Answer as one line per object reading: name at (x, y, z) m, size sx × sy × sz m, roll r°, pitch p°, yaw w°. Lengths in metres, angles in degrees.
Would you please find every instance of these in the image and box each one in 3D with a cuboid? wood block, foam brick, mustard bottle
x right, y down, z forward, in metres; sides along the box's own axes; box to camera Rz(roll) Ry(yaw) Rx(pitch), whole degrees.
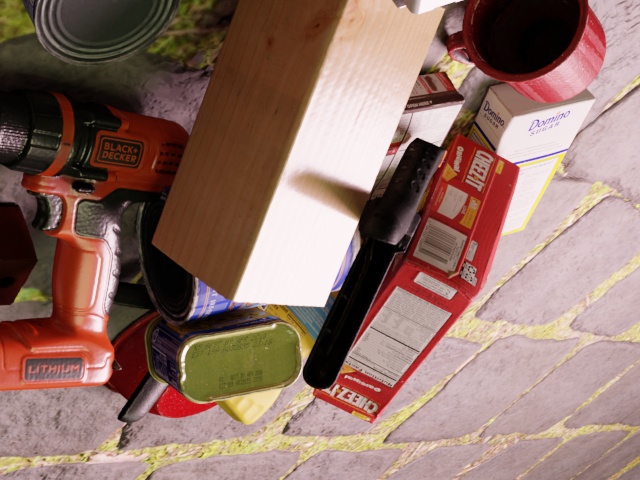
wood block at (-0.017, -0.070, 0.672) m, size 0.090 × 0.090 × 0.206 m, roll 7°, pitch 109°, yaw -48°
foam brick at (-0.239, 0.010, 0.713) m, size 0.078 × 0.051 × 0.053 m, roll 0°, pitch 139°, yaw -43°
mustard bottle at (-0.031, 0.062, 0.931) m, size 0.191 × 0.096 × 0.058 m, roll -45°, pitch -172°, yaw -16°

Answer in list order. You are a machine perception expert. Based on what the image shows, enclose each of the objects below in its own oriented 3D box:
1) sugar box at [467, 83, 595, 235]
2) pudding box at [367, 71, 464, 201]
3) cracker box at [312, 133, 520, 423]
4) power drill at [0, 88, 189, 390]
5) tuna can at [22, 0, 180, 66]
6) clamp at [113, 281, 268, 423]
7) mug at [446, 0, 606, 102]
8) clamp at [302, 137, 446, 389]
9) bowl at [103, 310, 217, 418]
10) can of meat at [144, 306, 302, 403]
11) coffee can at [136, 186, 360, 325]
sugar box at (0.170, -0.071, 0.967) m, size 0.093 × 0.048 × 0.176 m, roll -14°, pitch 144°, yaw -26°
pudding box at (0.053, -0.079, 0.855) m, size 0.089 × 0.039 × 0.114 m, roll -14°, pitch 149°, yaw -30°
cracker box at (0.082, 0.037, 0.926) m, size 0.214 × 0.072 × 0.164 m, roll -60°, pitch -178°, yaw 47°
power drill at (-0.176, 0.000, 0.673) m, size 0.184 × 0.057 × 0.188 m, roll 6°, pitch 106°, yaw -44°
tuna can at (-0.124, -0.141, 0.600) m, size 0.086 × 0.034 × 0.086 m, roll -22°, pitch 150°, yaw -14°
clamp at (-0.116, 0.054, 0.861) m, size 0.171 × 0.120 × 0.039 m, roll -33°, pitch -167°, yaw -19°
mug at (0.153, -0.149, 0.797) m, size 0.117 × 0.093 × 0.081 m, roll -9°, pitch 167°, yaw 28°
clamp at (0.050, -0.014, 0.745) m, size 0.209 × 0.036 × 0.165 m, roll -61°, pitch 175°, yaw -39°
bowl at (-0.119, 0.116, 0.986) m, size 0.162 × 0.055 × 0.162 m, roll -23°, pitch 150°, yaw -14°
can of meat at (-0.073, 0.084, 0.812) m, size 0.102 × 0.057 × 0.084 m, roll -9°, pitch -171°, yaw -23°
coffee can at (-0.055, 0.001, 0.813) m, size 0.140 × 0.103 × 0.103 m, roll -11°, pitch 146°, yaw -30°
